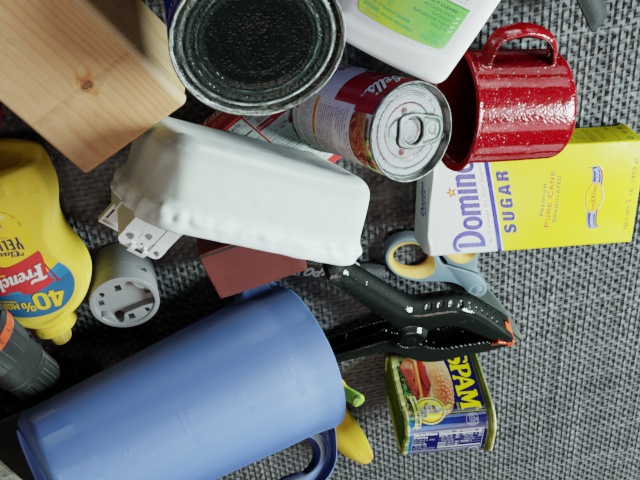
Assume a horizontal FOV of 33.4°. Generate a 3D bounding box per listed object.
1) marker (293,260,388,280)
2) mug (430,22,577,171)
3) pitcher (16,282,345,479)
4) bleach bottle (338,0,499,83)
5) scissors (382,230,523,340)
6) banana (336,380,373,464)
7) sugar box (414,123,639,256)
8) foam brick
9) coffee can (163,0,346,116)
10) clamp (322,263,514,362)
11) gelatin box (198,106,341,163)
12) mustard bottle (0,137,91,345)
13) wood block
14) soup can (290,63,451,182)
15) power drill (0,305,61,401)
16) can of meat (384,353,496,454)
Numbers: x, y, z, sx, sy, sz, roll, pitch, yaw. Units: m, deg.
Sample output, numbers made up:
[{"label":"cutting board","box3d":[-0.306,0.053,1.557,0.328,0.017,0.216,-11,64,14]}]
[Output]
[{"label":"marker","box3d":[0.001,0.023,0.909,0.121,0.020,0.020,6,129,-17]},{"label":"mug","box3d":[0.135,-0.108,0.775,0.081,0.093,0.117,-4,134,-15]},{"label":"pitcher","box3d":[-0.106,0.148,0.856,0.242,0.149,0.145,-24,139,-22]},{"label":"bleach bottle","box3d":[0.098,-0.222,0.658,0.102,0.068,0.251,27,127,-6]},{"label":"scissors","box3d":[0.118,0.041,0.953,0.096,0.016,0.201,-18,132,6]},{"label":"banana","box3d":[0.013,0.164,0.999,0.037,0.070,0.198,-40,157,-12]},{"label":"sugar box","box3d":[0.166,-0.041,0.859,0.176,0.048,0.093,-6,116,-11]},{"label":"foam brick","box3d":[-0.056,0.001,0.855,0.078,0.053,0.051,-19,132,6]},{"label":"coffee can","box3d":[-0.047,-0.158,0.656,0.102,0.140,0.103,-6,132,-7]},{"label":"clamp","box3d":[0.069,0.079,0.951,0.209,0.036,0.165,10,142,-21]},{"label":"gelatin box","box3d":[-0.036,-0.078,0.805,0.073,0.030,0.089,-36,129,21]},{"label":"mustard bottle","box3d":[-0.230,0.012,0.822,0.096,0.058,0.191,-8,133,5]},{"label":"wood block","box3d":[-0.187,-0.150,0.667,0.091,0.090,0.206,-33,129,15]},{"label":"soup can","box3d":[0.033,-0.084,0.743,0.068,0.102,0.068,-11,111,-31]},{"label":"power drill","box3d":[-0.319,0.081,0.831,0.188,0.057,0.184,-18,132,26]},{"label":"can of meat","box3d":[0.108,0.148,0.988,0.084,0.102,0.057,-4,132,-6]}]
